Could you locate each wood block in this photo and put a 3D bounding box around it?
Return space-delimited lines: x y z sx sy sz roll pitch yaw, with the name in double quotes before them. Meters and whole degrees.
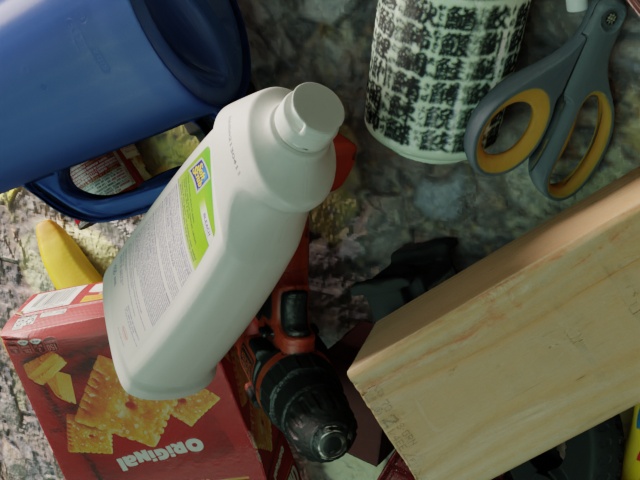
"wood block" 0.129 0.043 0.563 0.206 0.090 0.090 -32 93 18

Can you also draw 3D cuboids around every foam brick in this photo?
"foam brick" 0.034 0.105 0.736 0.051 0.052 0.078 22 123 26

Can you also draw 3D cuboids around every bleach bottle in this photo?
"bleach bottle" -0.054 0.001 0.601 0.251 0.067 0.102 -46 55 51

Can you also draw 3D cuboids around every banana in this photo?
"banana" -0.160 0.053 0.865 0.198 0.037 0.070 28 100 19

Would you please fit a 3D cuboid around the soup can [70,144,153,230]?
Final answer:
"soup can" -0.175 -0.068 0.790 0.069 0.068 0.102 -28 94 41

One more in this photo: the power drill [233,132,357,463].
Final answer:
"power drill" -0.016 0.024 0.668 0.185 0.057 0.188 -137 49 -64

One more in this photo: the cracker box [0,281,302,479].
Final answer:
"cracker box" -0.123 0.133 0.808 0.164 0.072 0.213 -11 112 18

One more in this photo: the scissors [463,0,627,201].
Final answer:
"scissors" 0.128 -0.108 0.548 0.016 0.096 0.202 -122 31 -51

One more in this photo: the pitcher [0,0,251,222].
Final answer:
"pitcher" -0.171 -0.094 0.679 0.243 0.144 0.149 -21 55 25
